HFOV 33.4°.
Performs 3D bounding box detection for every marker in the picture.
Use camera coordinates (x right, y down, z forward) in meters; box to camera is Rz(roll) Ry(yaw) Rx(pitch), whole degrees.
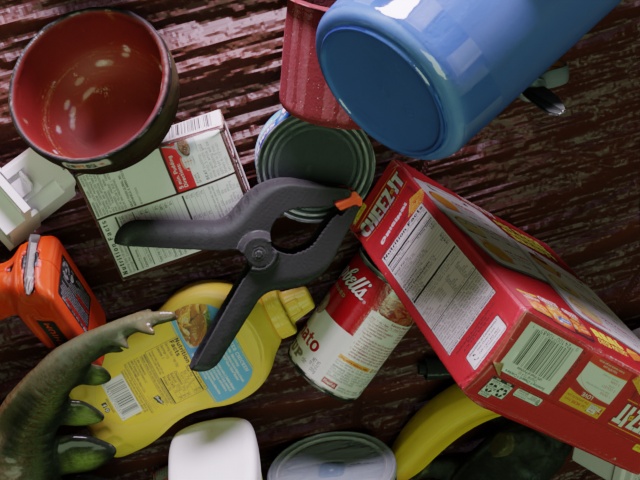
[{"bbox_3d":[0.139,0.103,0.868,0.121,0.020,0.020,0,112,-7],"label":"marker"}]

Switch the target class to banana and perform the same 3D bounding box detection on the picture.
[{"bbox_3d":[0.118,0.140,0.840,0.037,0.069,0.198,32,140,-28],"label":"banana"}]

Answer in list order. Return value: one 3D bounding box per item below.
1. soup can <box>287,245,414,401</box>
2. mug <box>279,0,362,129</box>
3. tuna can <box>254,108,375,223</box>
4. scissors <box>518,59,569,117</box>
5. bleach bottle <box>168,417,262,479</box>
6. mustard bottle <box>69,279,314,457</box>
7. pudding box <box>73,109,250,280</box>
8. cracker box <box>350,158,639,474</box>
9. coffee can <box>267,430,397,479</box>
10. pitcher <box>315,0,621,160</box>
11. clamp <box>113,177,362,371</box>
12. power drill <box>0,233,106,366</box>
[{"bbox_3d":[0.030,0.063,0.811,0.068,0.068,0.102,30,106,-18],"label":"soup can"},{"bbox_3d":[0.027,-0.126,0.724,0.117,0.093,0.081,-3,118,-18],"label":"mug"},{"bbox_3d":[-0.005,-0.058,0.774,0.086,0.034,0.086,-3,113,-6],"label":"tuna can"},{"bbox_3d":[0.118,-0.100,0.696,0.096,0.201,0.016,2,107,17],"label":"scissors"},{"bbox_3d":[-0.059,0.267,0.845,0.068,0.102,0.251,-11,122,0],"label":"bleach bottle"},{"bbox_3d":[-0.094,0.083,0.808,0.191,0.058,0.096,-26,103,4],"label":"mustard bottle"},{"bbox_3d":[-0.109,-0.032,0.770,0.113,0.039,0.090,-18,115,2],"label":"pudding box"},{"bbox_3d":[0.128,0.047,0.722,0.164,0.214,0.072,27,106,-29],"label":"cracker box"},{"bbox_3d":[0.018,0.241,0.864,0.102,0.103,0.140,-10,113,-3],"label":"coffee can"},{"bbox_3d":[0.114,-0.165,0.630,0.242,0.145,0.149,-46,133,-22],"label":"pitcher"},{"bbox_3d":[-0.055,0.001,0.749,0.171,0.039,0.120,-38,111,-2],"label":"clamp"},{"bbox_3d":[-0.250,0.070,0.748,0.187,0.057,0.184,-12,141,5],"label":"power drill"}]
